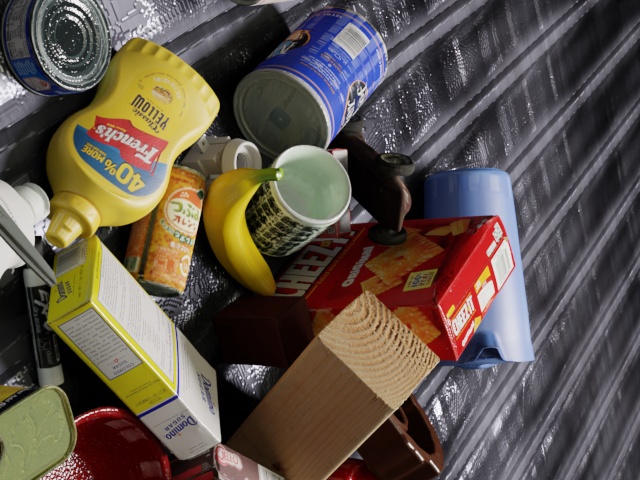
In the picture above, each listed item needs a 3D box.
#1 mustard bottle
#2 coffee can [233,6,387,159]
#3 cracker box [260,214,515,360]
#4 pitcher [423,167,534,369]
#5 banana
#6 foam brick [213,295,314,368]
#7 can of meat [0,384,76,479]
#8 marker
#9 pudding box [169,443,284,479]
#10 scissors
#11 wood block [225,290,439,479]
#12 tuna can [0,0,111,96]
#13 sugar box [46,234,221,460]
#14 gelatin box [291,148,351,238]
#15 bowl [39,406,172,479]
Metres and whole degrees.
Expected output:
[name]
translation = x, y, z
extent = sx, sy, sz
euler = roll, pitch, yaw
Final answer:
[mustard bottle]
translation = -0.161, -0.069, 0.847
extent = 0.096, 0.058, 0.191
euler = 39, 55, -16
[coffee can]
translation = -0.008, -0.154, 1.050
extent = 0.140, 0.103, 0.103
euler = -53, 131, -43
[cracker box]
translation = 0.062, 0.044, 1.051
extent = 0.164, 0.214, 0.072
euler = -48, 126, -46
[pitcher]
translation = 0.188, 0.038, 1.331
extent = 0.144, 0.149, 0.243
euler = 2, 83, -44
[banana]
translation = -0.073, -0.008, 0.964
extent = 0.037, 0.070, 0.198
euler = -59, 167, -30
[foam brick]
translation = -0.052, 0.085, 1.003
extent = 0.051, 0.078, 0.053
euler = -33, 116, -50
[can of meat]
translation = -0.233, 0.137, 0.724
extent = 0.101, 0.084, 0.057
euler = -34, 118, -51
[marker]
translation = -0.213, 0.051, 0.813
extent = 0.020, 0.020, 0.121
euler = -19, 105, -55
[pudding box]
translation = -0.094, 0.220, 0.923
extent = 0.113, 0.090, 0.039
euler = 43, 28, -46
[scissors]
translation = -0.239, -0.063, 0.718
extent = 0.201, 0.016, 0.096
euler = 42, 40, -20
[wood block]
translation = 0.003, 0.152, 0.962
extent = 0.091, 0.206, 0.090
euler = 44, 41, 7
[tuna can]
translation = -0.201, -0.155, 0.821
extent = 0.086, 0.034, 0.086
euler = 1, 88, -56
[sugar box]
translation = -0.144, 0.087, 0.845
extent = 0.176, 0.048, 0.093
euler = 58, 11, -32
[gelatin box]
translation = -0.008, -0.046, 1.074
extent = 0.030, 0.073, 0.089
euler = -9, 98, -55
[bowl]
translation = -0.186, 0.207, 0.819
extent = 0.161, 0.055, 0.162
euler = 1, 88, -56
